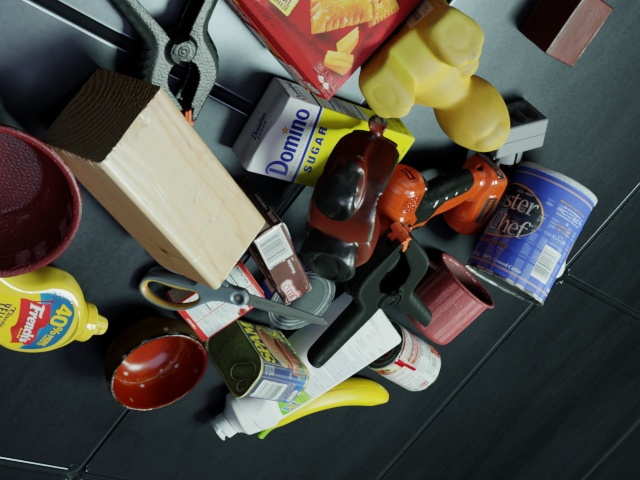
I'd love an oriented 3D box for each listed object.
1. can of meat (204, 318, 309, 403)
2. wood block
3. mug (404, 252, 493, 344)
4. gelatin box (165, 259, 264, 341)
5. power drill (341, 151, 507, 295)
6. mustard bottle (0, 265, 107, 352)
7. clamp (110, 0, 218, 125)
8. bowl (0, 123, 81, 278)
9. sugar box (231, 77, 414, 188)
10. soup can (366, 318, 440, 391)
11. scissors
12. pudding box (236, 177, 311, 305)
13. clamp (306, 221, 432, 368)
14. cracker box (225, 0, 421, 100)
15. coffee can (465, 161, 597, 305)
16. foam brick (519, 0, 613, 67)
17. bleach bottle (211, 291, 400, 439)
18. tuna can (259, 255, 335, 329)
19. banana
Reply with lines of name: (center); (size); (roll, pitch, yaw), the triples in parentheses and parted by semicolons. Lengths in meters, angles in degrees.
can of meat: (-0.072, 0.138, 1.228); (0.083, 0.102, 0.057); (20, 114, -45)
wood block: (-0.150, -0.054, 0.994); (0.090, 0.091, 0.206); (-55, 141, -17)
mug: (0.147, 0.069, 1.331); (0.117, 0.093, 0.082); (40, 107, -16)
gelatin box: (-0.115, 0.061, 1.183); (0.089, 0.030, 0.073); (-35, 137, -3)
power drill: (0.115, -0.022, 1.212); (0.187, 0.057, 0.185); (-19, 148, -38)
mustard bottle: (-0.292, 0.065, 1.048); (0.191, 0.058, 0.096); (20, 115, -43)
clamp: (-0.122, -0.184, 0.957); (0.120, 0.039, 0.171); (-22, 135, -12)
bowl: (-0.290, -0.046, 0.933); (0.162, 0.055, 0.162); (-4, 127, -6)
sugar box: (0.005, -0.101, 1.107); (0.175, 0.048, 0.093); (10, 124, -41)
soup can: (0.103, 0.149, 1.378); (0.068, 0.069, 0.102); (-46, 138, 9)
scissors: (-0.093, 0.040, 1.110); (0.202, 0.016, 0.096); (3, 114, 11)
pudding box: (-0.057, 0.001, 1.124); (0.039, 0.090, 0.113); (-31, 137, -10)
clamp: (0.061, 0.061, 1.174); (0.164, 0.036, 0.210); (-23, 147, -18)
cracker box: (0.023, -0.254, 0.947); (0.213, 0.072, 0.164); (-47, 138, -1)
coffee can: (0.248, -0.008, 1.260); (0.102, 0.103, 0.140); (32, 85, -46)
foam brick: (0.265, -0.239, 1.155); (0.051, 0.053, 0.078); (13, 119, -40)
bleach bottle: (-0.028, 0.157, 1.304); (0.251, 0.068, 0.102); (-35, 137, 1)
tuna can: (-0.028, 0.060, 1.236); (0.086, 0.034, 0.086); (-18, 135, -20)
banana: (0.009, 0.208, 1.394); (0.197, 0.037, 0.070); (-10, 149, -25)
